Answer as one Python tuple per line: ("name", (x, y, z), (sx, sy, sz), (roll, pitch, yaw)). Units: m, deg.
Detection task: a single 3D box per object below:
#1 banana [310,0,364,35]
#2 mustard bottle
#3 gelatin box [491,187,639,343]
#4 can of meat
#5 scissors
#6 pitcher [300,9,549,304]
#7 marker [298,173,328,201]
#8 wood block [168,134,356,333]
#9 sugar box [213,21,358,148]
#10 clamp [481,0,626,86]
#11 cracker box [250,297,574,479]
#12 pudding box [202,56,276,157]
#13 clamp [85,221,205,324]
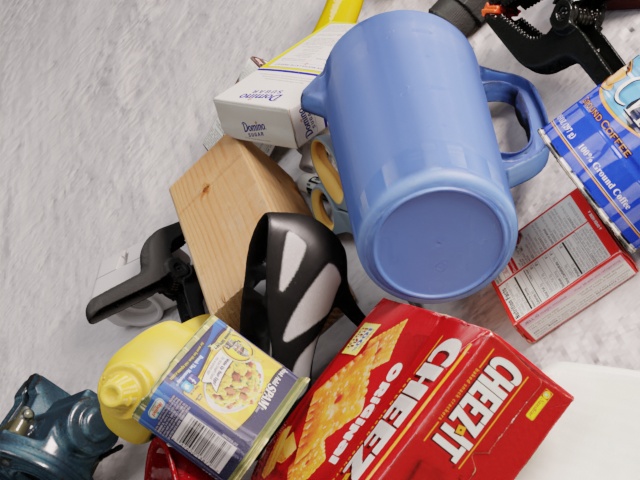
("banana", (0.007, -0.228, 1.092), (0.070, 0.037, 0.198), (40, 108, 29))
("mustard bottle", (-0.122, 0.108, 0.824), (0.058, 0.191, 0.096), (30, 96, 13))
("gelatin box", (0.161, 0.017, 0.731), (0.089, 0.030, 0.073), (-38, 37, 16))
("can of meat", (-0.067, 0.109, 0.731), (0.058, 0.084, 0.102), (-56, -3, 34))
("scissors", (0.032, 0.001, 0.889), (0.096, 0.016, 0.202), (109, 143, -54))
("pitcher", (0.082, -0.066, 0.792), (0.149, 0.145, 0.243), (-41, 27, 22))
("marker", (0.019, -0.040, 0.951), (0.020, 0.020, 0.121), (-54, 35, -8))
("wood block", (-0.056, 0.001, 0.933), (0.091, 0.090, 0.206), (-42, 35, 11))
("sugar box", (-0.005, -0.146, 0.982), (0.093, 0.048, 0.176), (14, 43, 38))
("clamp", (0.199, -0.162, 0.813), (0.210, 0.036, 0.164), (10, 96, 58))
("cracker box", (0.041, 0.124, 0.659), (0.164, 0.072, 0.214), (-52, 10, -6))
("pudding box", (-0.070, -0.121, 1.087), (0.113, 0.039, 0.090), (-61, 33, 16))
("clamp", (-0.128, 0.045, 0.986), (0.039, 0.120, 0.171), (-50, 7, 44))
